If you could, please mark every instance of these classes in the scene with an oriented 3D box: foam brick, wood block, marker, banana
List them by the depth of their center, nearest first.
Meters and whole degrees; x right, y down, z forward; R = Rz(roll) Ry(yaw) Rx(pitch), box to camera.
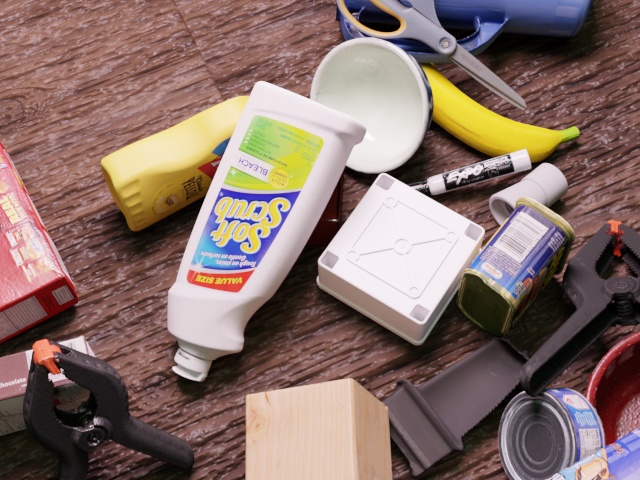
[{"bbox_3d":[0.002,0.220,0.797,0.091,0.090,0.206,-12,62,20],"label":"wood block"},{"bbox_3d":[-0.006,-0.040,0.955,0.051,0.053,0.078,3,63,2],"label":"foam brick"},{"bbox_3d":[0.130,-0.057,0.967,0.121,0.020,0.020,-16,65,6],"label":"marker"},{"bbox_3d":[0.141,-0.122,1.003,0.198,0.037,0.069,31,46,13],"label":"banana"}]

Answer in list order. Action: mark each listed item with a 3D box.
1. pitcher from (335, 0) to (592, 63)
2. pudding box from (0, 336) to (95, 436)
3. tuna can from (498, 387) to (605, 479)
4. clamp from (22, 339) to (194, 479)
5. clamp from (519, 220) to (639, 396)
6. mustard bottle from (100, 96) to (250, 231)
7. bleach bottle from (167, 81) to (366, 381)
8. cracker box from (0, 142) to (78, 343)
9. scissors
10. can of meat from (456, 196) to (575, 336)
[{"bbox_3d":[0.134,-0.253,1.018,0.243,0.149,0.145,8,26,2],"label":"pitcher"},{"bbox_3d":[-0.234,0.121,0.863,0.113,0.090,0.039,-13,66,-5],"label":"pudding box"},{"bbox_3d":[0.179,0.158,0.835,0.033,0.086,0.086,5,59,-33],"label":"tuna can"},{"bbox_3d":[-0.168,0.144,0.826,0.120,0.171,0.039,-25,35,-22],"label":"clamp"},{"bbox_3d":[0.255,0.052,0.861,0.165,0.036,0.209,0,34,20],"label":"clamp"},{"bbox_3d":[-0.096,-0.080,0.952,0.191,0.096,0.058,-28,67,-12],"label":"mustard bottle"},{"bbox_3d":[-0.056,0.001,0.890,0.103,0.068,0.251,24,93,14],"label":"bleach bottle"},{"bbox_3d":[-0.340,0.028,0.921,0.213,0.072,0.164,-28,66,-11],"label":"cracker box"},{"bbox_3d":[0.114,-0.199,0.965,0.201,0.016,0.096,21,103,-5],"label":"scissors"},{"bbox_3d":[0.161,0.025,0.894,0.057,0.102,0.084,37,72,18],"label":"can of meat"}]
